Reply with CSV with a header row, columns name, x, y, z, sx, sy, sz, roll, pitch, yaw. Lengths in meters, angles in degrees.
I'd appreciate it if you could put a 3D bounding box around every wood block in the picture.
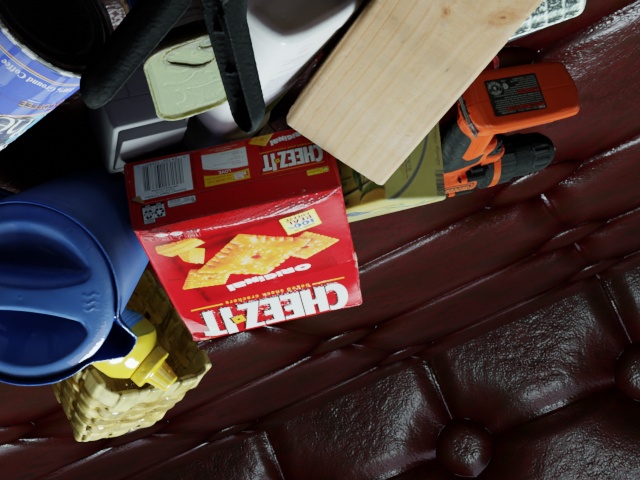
name,x,y,z,sx,sy,sz,roll,pitch,yaw
wood block,0.071,-0.149,0.758,0.206,0.090,0.090,-50,-169,42

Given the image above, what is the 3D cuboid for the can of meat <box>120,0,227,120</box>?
name,x,y,z,sx,sy,sz,roll,pitch,yaw
can of meat,-0.096,-0.139,0.694,0.057,0.084,0.102,-20,164,-7

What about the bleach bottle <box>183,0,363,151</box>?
name,x,y,z,sx,sy,sz,roll,pitch,yaw
bleach bottle,-0.059,-0.124,0.815,0.102,0.068,0.251,-34,174,-32

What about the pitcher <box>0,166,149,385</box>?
name,x,y,z,sx,sy,sz,roll,pitch,yaw
pitcher,-0.210,0.006,0.842,0.145,0.149,0.243,-14,-168,4

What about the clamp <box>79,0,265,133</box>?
name,x,y,z,sx,sy,sz,roll,pitch,yaw
clamp,-0.061,-0.142,0.610,0.120,0.039,0.171,15,99,-48

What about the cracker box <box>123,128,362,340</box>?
name,x,y,z,sx,sy,sz,roll,pitch,yaw
cracker box,-0.056,0.001,0.897,0.164,0.072,0.213,-12,150,1

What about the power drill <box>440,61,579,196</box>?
name,x,y,z,sx,sy,sz,roll,pitch,yaw
power drill,0.167,-0.098,1.002,0.184,0.057,0.188,-13,163,-18

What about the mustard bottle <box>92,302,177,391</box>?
name,x,y,z,sx,sy,sz,roll,pitch,yaw
mustard bottle,-0.211,0.072,0.991,0.058,0.191,0.096,-50,179,11

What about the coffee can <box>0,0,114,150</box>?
name,x,y,z,sx,sy,sz,roll,pitch,yaw
coffee can,-0.206,-0.105,0.629,0.140,0.103,0.102,-31,162,28
